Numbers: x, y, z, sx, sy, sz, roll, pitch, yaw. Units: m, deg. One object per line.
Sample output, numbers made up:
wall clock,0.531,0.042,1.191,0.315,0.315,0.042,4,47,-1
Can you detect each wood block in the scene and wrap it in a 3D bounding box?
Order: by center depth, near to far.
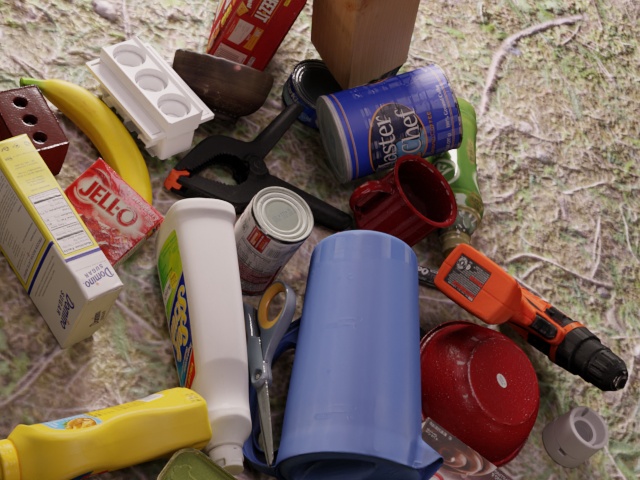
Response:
wood block,0.050,-0.267,1.199,0.090,0.206,0.090,-28,73,-12

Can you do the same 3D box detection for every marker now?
marker,0.101,0.034,1.196,0.121,0.020,0.020,17,51,-19

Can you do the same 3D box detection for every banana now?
banana,-0.225,-0.099,1.095,0.198,0.037,0.069,48,53,9

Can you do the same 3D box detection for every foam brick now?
foam brick,-0.291,-0.104,1.049,0.052,0.051,0.078,-20,69,-38

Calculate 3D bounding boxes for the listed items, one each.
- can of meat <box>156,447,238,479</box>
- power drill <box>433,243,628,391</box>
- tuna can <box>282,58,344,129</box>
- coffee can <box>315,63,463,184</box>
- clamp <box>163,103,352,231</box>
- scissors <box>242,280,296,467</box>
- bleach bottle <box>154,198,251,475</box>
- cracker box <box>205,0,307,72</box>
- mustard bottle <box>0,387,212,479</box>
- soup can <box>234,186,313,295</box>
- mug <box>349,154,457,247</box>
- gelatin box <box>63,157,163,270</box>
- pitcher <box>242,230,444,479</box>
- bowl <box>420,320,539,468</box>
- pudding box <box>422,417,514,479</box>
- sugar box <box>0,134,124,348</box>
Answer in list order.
can of meat,-0.101,0.233,0.889,0.102,0.084,0.057,37,47,-1
power drill,0.218,0.083,1.118,0.187,0.057,0.185,32,3,-41
tuna can,-0.002,-0.175,1.280,0.086,0.034,0.086,15,51,-20
coffee can,0.077,-0.133,1.213,0.140,0.103,0.103,-17,65,-9
clamp,-0.074,-0.083,1.167,0.209,0.036,0.164,-1,61,-32
scissors,-0.043,0.109,0.980,0.016,0.096,0.202,35,13,-34
bleach bottle,-0.101,0.091,0.980,0.068,0.103,0.251,3,56,-25
cracker box,-0.063,-0.309,1.255,0.072,0.164,0.213,22,49,-16
mustard bottle,-0.192,0.168,0.876,0.191,0.096,0.058,-9,88,-34
soup can,-0.057,0.001,1.072,0.068,0.102,0.068,15,51,-20
mug,0.082,-0.038,1.182,0.117,0.082,0.093,12,53,-39
gelatin box,-0.208,-0.024,1.033,0.089,0.030,0.073,44,75,5
pitcher,0.024,0.116,1.006,0.149,0.145,0.242,22,54,-24
bowl,0.173,0.152,1.106,0.161,0.055,0.162,13,62,-27
pudding box,0.123,0.243,1.037,0.113,0.039,0.090,35,55,-1
sugar box,-0.250,0.001,0.968,0.048,0.093,0.176,-26,74,-40
